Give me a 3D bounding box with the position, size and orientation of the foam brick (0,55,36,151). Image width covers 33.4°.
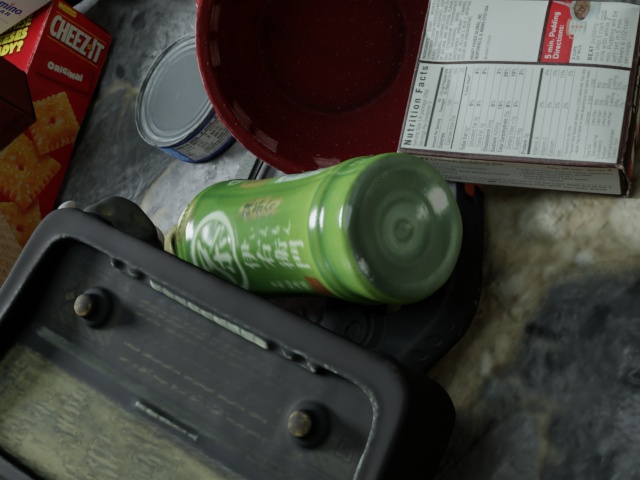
[{"bbox_3d":[-0.251,-0.092,0.763,0.078,0.053,0.051,-35,55,16],"label":"foam brick"}]

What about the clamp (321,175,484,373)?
[{"bbox_3d":[0.020,0.056,0.562,0.165,0.036,0.210,12,76,49],"label":"clamp"}]

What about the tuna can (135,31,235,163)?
[{"bbox_3d":[-0.085,-0.097,0.729,0.086,0.033,0.086,-19,59,34],"label":"tuna can"}]

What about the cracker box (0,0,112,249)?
[{"bbox_3d":[-0.270,-0.081,0.857,0.164,0.072,0.213,5,73,40],"label":"cracker box"}]

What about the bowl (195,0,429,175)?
[{"bbox_3d":[0.011,-0.114,0.598,0.162,0.162,0.055,-57,10,5],"label":"bowl"}]

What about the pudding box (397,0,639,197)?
[{"bbox_3d":[0.101,-0.073,0.529,0.114,0.039,0.090,6,74,24],"label":"pudding box"}]
